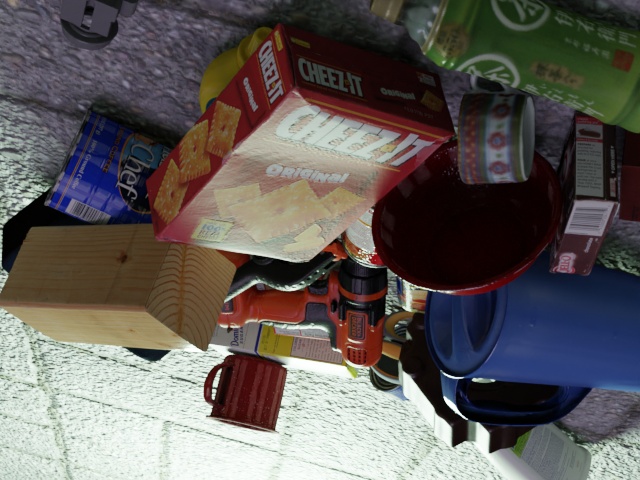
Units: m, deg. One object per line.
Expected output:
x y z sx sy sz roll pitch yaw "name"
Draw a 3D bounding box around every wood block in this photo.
-0.196 0.043 1.011 0.207 0.090 0.090 0 150 37 "wood block"

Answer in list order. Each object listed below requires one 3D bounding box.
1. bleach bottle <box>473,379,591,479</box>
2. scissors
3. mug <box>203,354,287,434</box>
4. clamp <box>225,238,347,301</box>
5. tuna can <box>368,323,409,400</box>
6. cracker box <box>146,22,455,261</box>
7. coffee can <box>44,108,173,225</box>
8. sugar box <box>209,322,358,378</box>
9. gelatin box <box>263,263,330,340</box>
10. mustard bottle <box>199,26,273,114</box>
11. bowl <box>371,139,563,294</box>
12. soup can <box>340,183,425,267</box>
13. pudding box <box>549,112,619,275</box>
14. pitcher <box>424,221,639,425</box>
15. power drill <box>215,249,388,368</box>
0.248 0.245 1.350 0.068 0.102 0.250 -9 135 45 "bleach bottle"
0.045 0.097 1.237 0.202 0.096 0.016 29 164 30 "scissors"
-0.096 0.184 1.305 0.117 0.081 0.093 24 162 -39 "mug"
-0.057 0.001 1.076 0.172 0.120 0.039 -10 174 22 "clamp"
0.098 0.143 1.246 0.033 0.086 0.086 32 146 -30 "tuna can"
-0.020 -0.067 0.878 0.163 0.072 0.214 10 144 -36 "cracker box"
-0.182 -0.052 1.039 0.140 0.102 0.103 25 148 -15 "coffee can"
-0.042 0.130 1.313 0.176 0.048 0.093 10 166 13 "sugar box"
-0.022 0.068 1.207 0.073 0.030 0.089 3 125 20 "gelatin box"
-0.057 -0.115 0.920 0.096 0.058 0.192 11 149 -3 "mustard bottle"
0.127 -0.010 0.902 0.162 0.162 0.055 1 144 24 "bowl"
0.058 -0.028 1.000 0.068 0.068 0.102 14 149 3 "soup can"
0.218 -0.037 0.890 0.039 0.090 0.113 6 148 2 "pudding box"
0.226 0.087 1.000 0.242 0.145 0.149 11 142 -24 "pitcher"
-0.020 0.046 1.133 0.188 0.057 0.184 10 125 16 "power drill"
